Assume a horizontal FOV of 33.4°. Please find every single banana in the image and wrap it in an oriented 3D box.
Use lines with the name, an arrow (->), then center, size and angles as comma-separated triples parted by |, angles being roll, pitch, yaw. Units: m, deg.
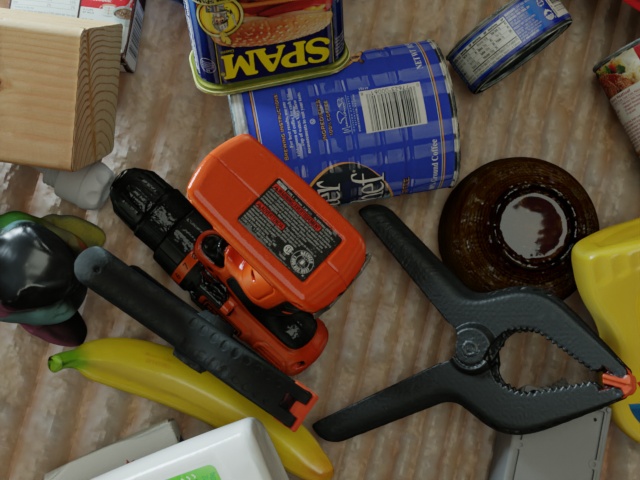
banana -> -0.082, 0.108, 0.709 | 0.197, 0.069, 0.037 | 22, 118, -7

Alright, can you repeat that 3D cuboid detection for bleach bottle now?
bleach bottle -> -0.136, 0.200, 0.651 | 0.251, 0.068, 0.102 | -24, 84, 3

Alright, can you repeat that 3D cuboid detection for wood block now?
wood block -> -0.244, -0.108, 0.695 | 0.206, 0.090, 0.091 | 9, 105, 4

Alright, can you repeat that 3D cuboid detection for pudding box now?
pudding box -> -0.170, -0.182, 0.757 | 0.090, 0.039, 0.113 | 7, 80, 0

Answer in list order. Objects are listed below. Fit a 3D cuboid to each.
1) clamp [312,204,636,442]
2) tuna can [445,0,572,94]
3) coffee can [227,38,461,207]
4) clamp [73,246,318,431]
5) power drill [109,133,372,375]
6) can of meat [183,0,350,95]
clamp -> 0.095, 0.080, 0.696 | 0.210, 0.036, 0.164 | 19, 91, 25
tuna can -> 0.131, -0.139, 0.741 | 0.086, 0.086, 0.034 | -35, 87, -7
coffee can -> 0.013, -0.074, 0.718 | 0.140, 0.103, 0.103 | -10, 83, -4
clamp -> -0.080, 0.061, 0.690 | 0.171, 0.120, 0.039 | 38, 91, -2
power drill -> -0.054, 0.001, 0.664 | 0.184, 0.188, 0.057 | 41, 71, 0
can of meat -> -0.035, -0.145, 0.658 | 0.102, 0.084, 0.057 | -12, 49, -6
